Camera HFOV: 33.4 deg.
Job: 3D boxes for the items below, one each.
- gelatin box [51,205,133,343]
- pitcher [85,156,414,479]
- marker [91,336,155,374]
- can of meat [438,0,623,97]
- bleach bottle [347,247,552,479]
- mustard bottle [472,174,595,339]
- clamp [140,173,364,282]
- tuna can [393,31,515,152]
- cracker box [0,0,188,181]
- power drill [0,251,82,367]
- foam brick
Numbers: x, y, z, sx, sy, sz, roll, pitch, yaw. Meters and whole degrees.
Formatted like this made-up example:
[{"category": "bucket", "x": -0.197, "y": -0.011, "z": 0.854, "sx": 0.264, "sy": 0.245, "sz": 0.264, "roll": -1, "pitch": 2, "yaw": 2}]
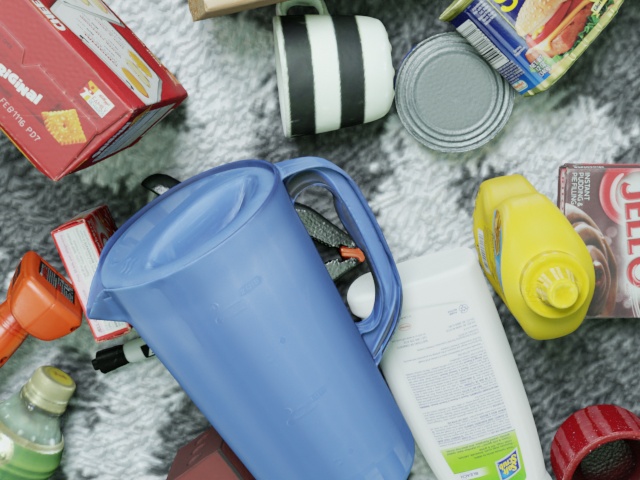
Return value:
[{"category": "gelatin box", "x": -0.160, "y": 0.023, "z": 0.785, "sx": 0.030, "sy": 0.073, "sz": 0.089, "roll": -21, "pitch": 99, "yaw": 5}, {"category": "pitcher", "x": -0.024, "y": 0.070, "z": 0.713, "sx": 0.149, "sy": 0.144, "sz": 0.242, "roll": -12, "pitch": 121, "yaw": 35}, {"category": "marker", "x": -0.119, "y": 0.076, "z": 0.820, "sx": 0.121, "sy": 0.020, "sz": 0.020, "roll": -20, "pitch": 99, "yaw": 6}, {"category": "can of meat", "x": 0.146, "y": -0.160, "z": 0.729, "sx": 0.084, "sy": 0.057, "sz": 0.102, "roll": 44, "pitch": 75, "yaw": -7}, {"category": "bleach bottle", "x": 0.107, "y": 0.136, "z": 0.804, "sx": 0.103, "sy": 0.068, "sz": 0.251, "roll": -17, "pitch": 103, "yaw": 13}, {"category": "mustard bottle", "x": 0.142, "y": 0.014, "z": 0.713, "sx": 0.058, "sy": 0.191, "sz": 0.096, "roll": -11, "pitch": 100, "yaw": 3}, {"category": "clamp", "x": -0.055, "y": 0.001, "z": 0.793, "sx": 0.171, "sy": 0.039, "sz": 0.120, "roll": -10, "pitch": 97, "yaw": -7}, {"category": "tuna can", "x": 0.096, "y": -0.108, "z": 0.772, "sx": 0.086, "sy": 0.033, "sz": 0.086, "roll": 0, "pitch": 101, "yaw": 2}, {"category": "cracker box", "x": -0.178, "y": -0.127, "z": 0.686, "sx": 0.072, "sy": 0.213, "sz": 0.164, "roll": -42, "pitch": 97, "yaw": 8}, {"category": "power drill", "x": -0.253, "y": 0.099, "z": 0.756, "sx": 0.187, "sy": 0.184, "sz": 0.057, "roll": -44, "pitch": 108, "yaw": -1}, {"category": "foam brick", "x": -0.078, "y": 0.177, "z": 0.809, "sx": 0.053, "sy": 0.078, "sz": 0.051, "roll": -36, "pitch": 97, "yaw": 5}]
